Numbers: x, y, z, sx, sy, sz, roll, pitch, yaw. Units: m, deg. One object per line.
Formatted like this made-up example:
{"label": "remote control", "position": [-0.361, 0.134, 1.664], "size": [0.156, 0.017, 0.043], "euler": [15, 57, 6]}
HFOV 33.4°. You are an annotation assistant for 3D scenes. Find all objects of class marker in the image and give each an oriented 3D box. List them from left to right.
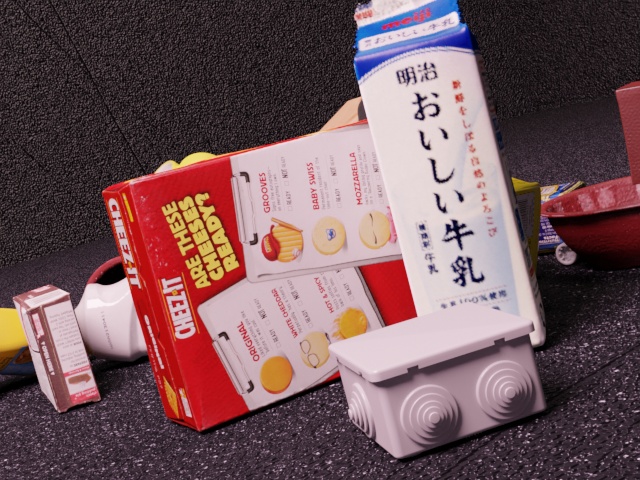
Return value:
{"label": "marker", "position": [0.239, -0.003, 0.933], "size": [0.020, 0.020, 0.120], "euler": [-9, 8, 38]}

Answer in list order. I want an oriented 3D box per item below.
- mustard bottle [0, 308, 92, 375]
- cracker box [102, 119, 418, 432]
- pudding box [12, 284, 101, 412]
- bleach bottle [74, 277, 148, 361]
{"label": "mustard bottle", "position": [-0.291, 0.093, 0.974], "size": [0.191, 0.058, 0.096], "euler": [7, -31, -42]}
{"label": "cracker box", "position": [-0.021, 0.014, 0.729], "size": [0.213, 0.164, 0.072], "euler": [-18, 6, -27]}
{"label": "pudding box", "position": [-0.218, 0.086, 0.876], "size": [0.039, 0.090, 0.114], "euler": [-18, 8, -18]}
{"label": "bleach bottle", "position": [-0.116, 0.043, 0.958], "size": [0.250, 0.102, 0.068], "euler": [-14, 3, -4]}
